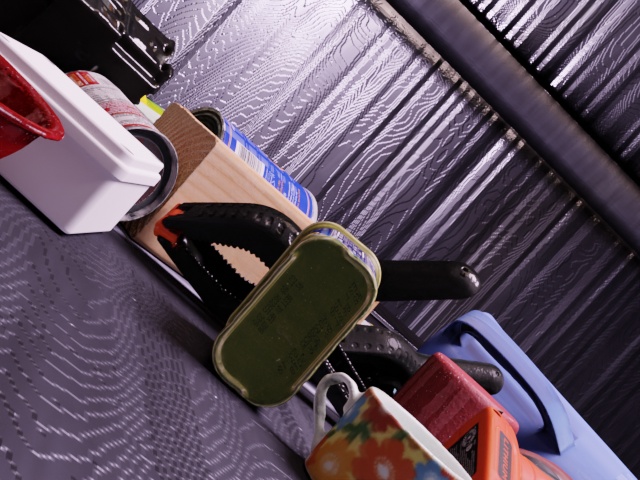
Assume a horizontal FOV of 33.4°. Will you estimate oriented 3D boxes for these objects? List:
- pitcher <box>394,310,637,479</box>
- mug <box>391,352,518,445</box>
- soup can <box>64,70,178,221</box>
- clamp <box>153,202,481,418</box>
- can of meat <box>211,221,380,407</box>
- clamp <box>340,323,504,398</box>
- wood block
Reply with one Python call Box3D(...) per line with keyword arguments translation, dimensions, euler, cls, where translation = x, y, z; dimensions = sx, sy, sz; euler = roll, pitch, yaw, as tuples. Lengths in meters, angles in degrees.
Box3D(translation=(0.188, 0.185, 0.996), dimensions=(0.243, 0.145, 0.149), euler=(47, 15, 32), cls="pitcher")
Box3D(translation=(0.093, 0.141, 0.770), dimensions=(0.117, 0.081, 0.093), euler=(40, 3, -42), cls="mug")
Box3D(translation=(-0.148, -0.066, 0.723), dimensions=(0.068, 0.068, 0.102), euler=(40, 2, -45), cls="soup can")
Box3D(translation=(-0.008, 0.030, 0.683), dimensions=(0.210, 0.165, 0.036), euler=(35, 37, 4), cls="clamp")
Box3D(translation=(-0.012, 0.041, 0.596), dimensions=(0.057, 0.102, 0.084), euler=(40, 4, -1), cls="can of meat")
Box3D(translation=(0.059, 0.099, 0.819), dimensions=(0.171, 0.120, 0.039), euler=(35, 38, -47), cls="clamp")
Box3D(translation=(-0.055, 0.001, 0.810), dimensions=(0.205, 0.090, 0.091), euler=(40, 2, -37), cls="wood block")
